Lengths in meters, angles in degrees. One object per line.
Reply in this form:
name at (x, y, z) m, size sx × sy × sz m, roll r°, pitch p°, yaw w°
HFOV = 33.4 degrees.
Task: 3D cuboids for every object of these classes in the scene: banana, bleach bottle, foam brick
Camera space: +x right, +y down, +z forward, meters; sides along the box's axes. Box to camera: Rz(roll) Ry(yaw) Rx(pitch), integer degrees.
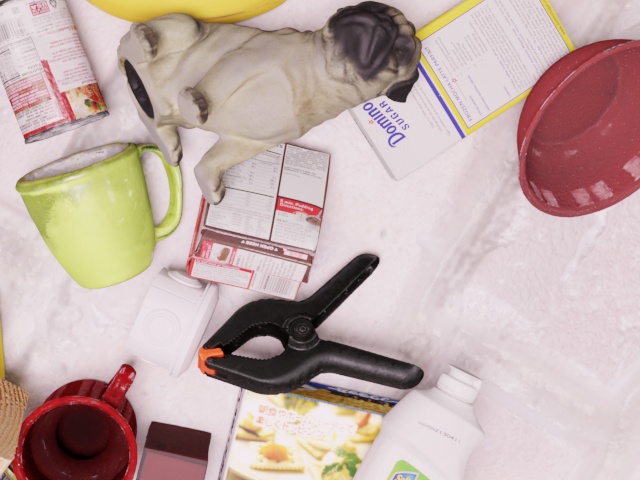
banana at (-0.091, -0.197, 0.829) m, size 0.197 × 0.037 × 0.069 m, roll -15°, pitch 68°, yaw -6°
bleach bottle at (0.064, 0.216, 0.810) m, size 0.102 × 0.068 × 0.251 m, roll 25°, pitch 91°, yaw -12°
foam brick at (-0.118, 0.182, 0.848) m, size 0.053 × 0.078 × 0.051 m, roll 13°, pitch 96°, yaw -5°

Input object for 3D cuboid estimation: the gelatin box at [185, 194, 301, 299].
gelatin box at (-0.056, 0.001, 0.835) m, size 0.089 × 0.073 × 0.030 m, roll 13°, pitch 140°, yaw -7°

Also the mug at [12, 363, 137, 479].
mug at (-0.181, 0.147, 0.835) m, size 0.093 × 0.081 × 0.117 m, roll 31°, pitch 93°, yaw -8°

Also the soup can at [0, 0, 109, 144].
soup can at (-0.210, -0.132, 0.807) m, size 0.068 × 0.068 × 0.102 m, roll -20°, pitch 98°, yaw -3°

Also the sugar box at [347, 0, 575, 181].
sugar box at (0.108, -0.133, 0.848) m, size 0.176 × 0.048 × 0.093 m, roll -32°, pitch 98°, yaw 3°

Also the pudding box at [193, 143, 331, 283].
pudding box at (-0.043, -0.029, 0.818) m, size 0.090 × 0.113 × 0.039 m, roll 13°, pitch 137°, yaw -6°

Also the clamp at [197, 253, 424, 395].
clamp at (-0.006, 0.083, 0.826) m, size 0.171 × 0.039 × 0.120 m, roll -21°, pitch 55°, yaw -15°

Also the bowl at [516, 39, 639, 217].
bowl at (0.212, -0.098, 0.834) m, size 0.162 × 0.055 × 0.162 m, roll -16°, pitch 135°, yaw -17°
